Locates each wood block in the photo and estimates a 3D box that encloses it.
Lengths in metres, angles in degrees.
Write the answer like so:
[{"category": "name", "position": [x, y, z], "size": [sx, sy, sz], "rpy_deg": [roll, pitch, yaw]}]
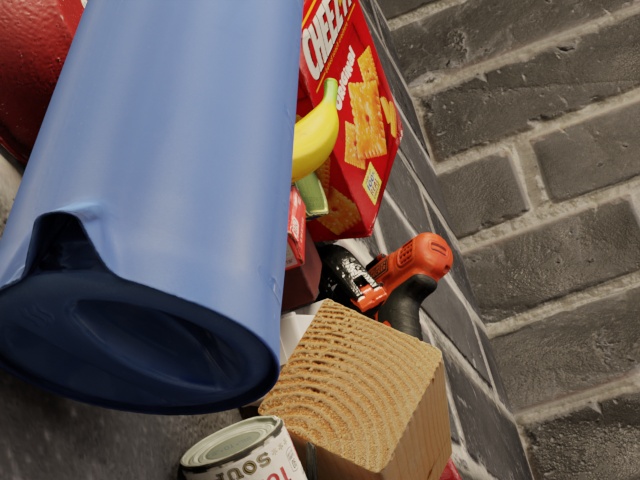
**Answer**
[{"category": "wood block", "position": [0.033, 0.136, 0.753], "size": [0.090, 0.090, 0.206], "rpy_deg": [-59, 159, -21]}]

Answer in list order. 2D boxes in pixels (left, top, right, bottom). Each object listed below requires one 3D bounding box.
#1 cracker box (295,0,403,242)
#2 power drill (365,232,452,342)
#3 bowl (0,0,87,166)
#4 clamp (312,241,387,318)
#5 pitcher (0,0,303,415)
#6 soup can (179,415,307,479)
[{"category": "cracker box", "position": [0.003, -0.131, 0.950], "size": [0.164, 0.072, 0.213], "rpy_deg": [-70, 147, -44]}, {"category": "power drill", "position": [0.054, 0.103, 1.017], "size": [0.057, 0.185, 0.187], "rpy_deg": [22, 51, -21]}, {"category": "bowl", "position": [-0.154, -0.120, 0.599], "size": [0.162, 0.055, 0.162], "rpy_deg": [-20, 90, -79]}, {"category": "clamp", "position": [0.007, 0.026, 0.999], "size": [0.120, 0.039, 0.172], "rpy_deg": [57, -17, -15]}, {"category": "pitcher", "position": [-0.071, -0.041, 0.525], "size": [0.144, 0.149, 0.242], "rpy_deg": [22, 55, -23]}, {"category": "soup can", "position": [-0.034, 0.165, 0.639], "size": [0.068, 0.068, 0.102], "rpy_deg": [-51, 120, -76]}]
